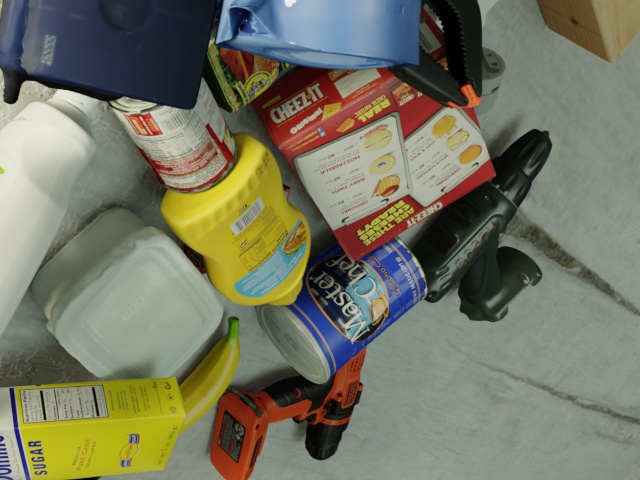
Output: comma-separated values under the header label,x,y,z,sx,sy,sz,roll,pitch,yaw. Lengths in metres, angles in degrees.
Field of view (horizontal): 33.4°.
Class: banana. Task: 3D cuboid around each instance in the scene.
label,x,y,z,sx,sy,sz,roll,pitch,yaw
banana,-0.142,0.155,1.019,0.197,0.037,0.069,-44,128,-15

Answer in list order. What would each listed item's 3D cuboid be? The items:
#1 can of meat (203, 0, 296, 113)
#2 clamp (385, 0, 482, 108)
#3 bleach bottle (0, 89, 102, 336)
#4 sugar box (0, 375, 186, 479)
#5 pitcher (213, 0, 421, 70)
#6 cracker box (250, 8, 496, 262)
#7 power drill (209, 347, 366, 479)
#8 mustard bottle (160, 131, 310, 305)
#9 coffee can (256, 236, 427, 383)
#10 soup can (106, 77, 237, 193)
label,x,y,z,sx,sy,sz,roll,pitch,yaw
can of meat,-0.058,-0.155,0.790,0.084,0.057,0.102,-40,146,-13
clamp,0.072,-0.197,0.800,0.164,0.036,0.210,-43,112,-18
bleach bottle,-0.210,0.000,0.676,0.068,0.103,0.250,47,62,-38
sugar box,-0.204,0.155,0.856,0.176,0.048,0.093,-3,141,-25
pitcher,0.015,-0.231,0.683,0.145,0.149,0.243,5,97,-9
cracker box,0.053,-0.090,0.947,0.164,0.072,0.213,-31,148,3
power drill,-0.033,0.197,1.176,0.187,0.057,0.184,-22,134,-42
mustard bottle,-0.056,0.001,0.887,0.096,0.058,0.191,-46,145,-13
coffee can,0.022,0.060,1.061,0.140,0.103,0.103,-38,146,-21
soup can,-0.109,-0.090,0.779,0.068,0.069,0.102,-44,147,-12
